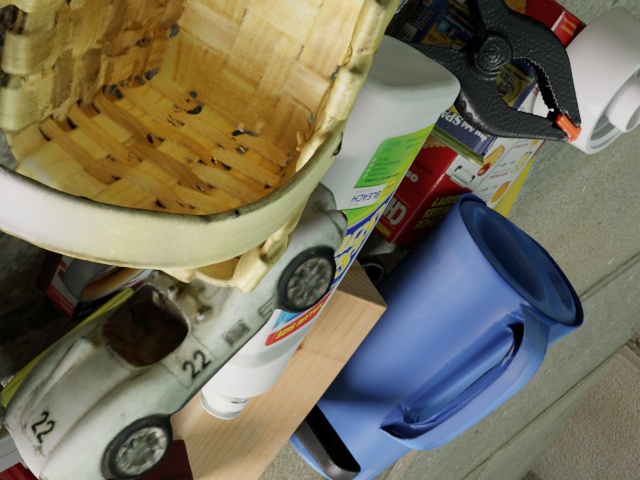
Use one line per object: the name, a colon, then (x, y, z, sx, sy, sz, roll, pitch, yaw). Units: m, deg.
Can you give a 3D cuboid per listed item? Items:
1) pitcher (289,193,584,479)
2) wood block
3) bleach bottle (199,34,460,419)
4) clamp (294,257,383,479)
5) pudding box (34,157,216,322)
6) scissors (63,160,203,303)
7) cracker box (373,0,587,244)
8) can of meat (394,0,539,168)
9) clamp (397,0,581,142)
pitcher: (0.079, 0.093, 0.844, 0.243, 0.145, 0.149, -46, 162, 23)
wood block: (-0.057, 0.090, 0.776, 0.090, 0.090, 0.206, 21, 113, -37)
bleach bottle: (-0.011, 0.003, 0.638, 0.102, 0.068, 0.251, -22, 143, -56)
clamp: (-0.025, 0.116, 0.834, 0.036, 0.164, 0.210, 21, 151, -31)
pudding box: (-0.103, -0.007, 0.628, 0.113, 0.039, 0.090, -16, 143, -53)
scissors: (-0.058, -0.038, 0.582, 0.201, 0.016, 0.096, -39, 162, -26)
cracker box: (0.127, -0.099, 0.857, 0.214, 0.072, 0.164, -53, 157, 17)
can of meat: (0.092, -0.113, 0.732, 0.084, 0.102, 0.057, -55, -163, 12)
clamp: (0.106, -0.131, 0.679, 0.120, 0.171, 0.039, -56, -164, 13)
